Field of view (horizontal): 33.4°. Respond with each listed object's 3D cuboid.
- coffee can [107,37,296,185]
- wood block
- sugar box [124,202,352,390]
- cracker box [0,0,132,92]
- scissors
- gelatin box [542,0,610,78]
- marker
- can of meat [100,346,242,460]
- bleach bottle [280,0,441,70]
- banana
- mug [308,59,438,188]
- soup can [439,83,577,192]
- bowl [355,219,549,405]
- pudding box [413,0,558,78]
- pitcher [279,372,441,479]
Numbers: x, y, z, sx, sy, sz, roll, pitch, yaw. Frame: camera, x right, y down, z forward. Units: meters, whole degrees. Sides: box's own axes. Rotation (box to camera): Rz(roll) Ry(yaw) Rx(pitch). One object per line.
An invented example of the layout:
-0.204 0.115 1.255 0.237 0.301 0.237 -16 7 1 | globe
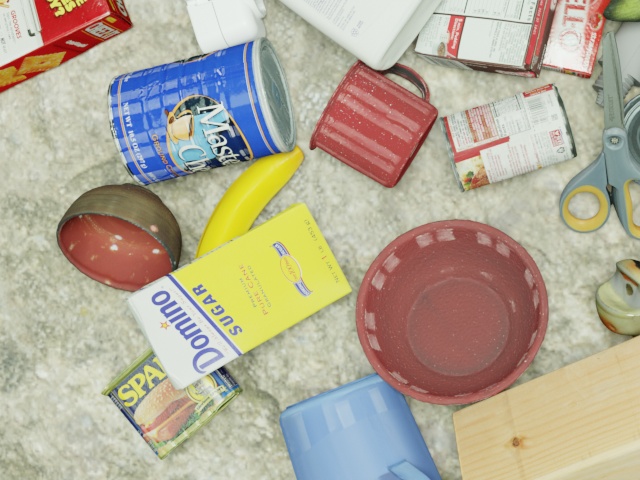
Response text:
-0.103 -0.113 0.945 0.140 0.102 0.103 -12 88 12 | coffee can
0.218 0.152 0.836 0.206 0.090 0.091 -27 45 25 | wood block
-0.071 0.048 0.932 0.176 0.048 0.093 -30 95 -14 | sugar box
-0.307 -0.234 1.004 0.214 0.072 0.164 -23 86 10 | cracker box
0.222 -0.074 0.867 0.096 0.016 0.201 -13 126 29 | scissors
0.208 -0.191 0.917 0.073 0.030 0.089 15 93 11 | gelatin box
0.135 0.128 0.938 0.121 0.020 0.020 35 97 10 | marker
-0.134 0.137 0.976 0.102 0.057 0.084 -41 84 9 | can of meat
-0.018 -0.254 0.897 0.251 0.068 0.103 40 107 11 | bleach bottle
-0.075 0.000 0.976 0.069 0.037 0.198 15 96 -16 | banana
0.054 -0.107 0.928 0.081 0.093 0.117 31 60 5 | mug
0.159 -0.088 0.909 0.102 0.068 0.068 -17 87 11 | soup can
0.114 0.066 0.911 0.162 0.055 0.162 -5 69 13 | bowl
0.142 -0.191 0.907 0.114 0.039 0.090 15 92 35 | pudding box
0.059 0.237 0.893 0.149 0.144 0.243 -24 82 17 | pitcher
